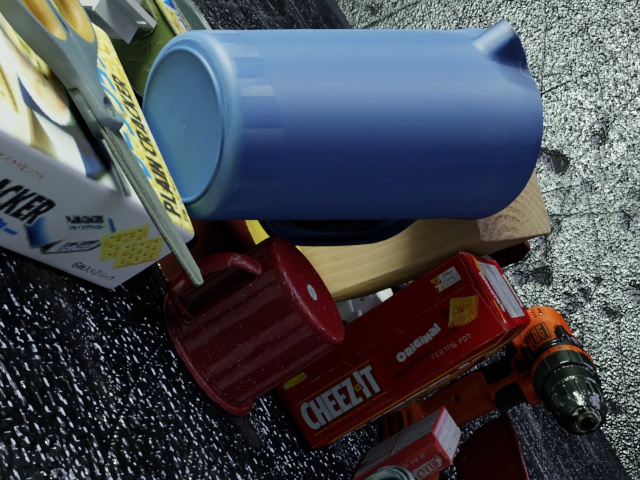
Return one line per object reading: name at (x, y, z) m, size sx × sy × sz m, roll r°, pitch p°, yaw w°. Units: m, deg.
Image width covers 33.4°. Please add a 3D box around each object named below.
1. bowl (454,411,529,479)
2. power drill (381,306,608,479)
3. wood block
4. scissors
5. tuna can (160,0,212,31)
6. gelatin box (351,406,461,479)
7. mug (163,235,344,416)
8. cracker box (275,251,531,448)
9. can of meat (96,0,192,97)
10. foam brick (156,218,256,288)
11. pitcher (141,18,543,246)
bowl at (0.155, 0.233, 0.950) m, size 0.162 × 0.055 × 0.162 m, roll -11°, pitch 90°, yaw -88°
power drill at (0.143, 0.143, 0.894) m, size 0.057 × 0.188 × 0.184 m, roll 55°, pitch 11°, yaw -14°
wood block at (0.069, -0.016, 0.865) m, size 0.090 × 0.207 × 0.091 m, roll -7°, pitch 78°, yaw -44°
scissors at (-0.109, -0.071, 0.540) m, size 0.201 × 0.016 × 0.096 m, roll 56°, pitch 13°, yaw -9°
tuna can at (-0.138, -0.212, 1.062) m, size 0.086 × 0.034 × 0.086 m, roll 53°, pitch 13°, yaw -18°
gelatin box at (0.067, 0.165, 0.809) m, size 0.030 × 0.073 × 0.089 m, roll 57°, pitch 12°, yaw 2°
mug at (-0.045, 0.044, 0.663) m, size 0.117 × 0.081 × 0.093 m, roll 45°, pitch 17°, yaw -43°
cracker box at (0.072, 0.083, 0.824) m, size 0.072 × 0.164 × 0.213 m, roll 58°, pitch 12°, yaw 10°
can of meat at (-0.132, -0.154, 0.889) m, size 0.102 × 0.057 × 0.084 m, roll 58°, pitch 11°, yaw 8°
foam brick at (-0.085, -0.012, 0.716) m, size 0.078 × 0.053 × 0.051 m, roll 62°, pitch 14°, yaw 23°
pitcher at (0.011, -0.065, 0.681) m, size 0.242 × 0.145 × 0.149 m, roll -5°, pitch 95°, yaw -38°
